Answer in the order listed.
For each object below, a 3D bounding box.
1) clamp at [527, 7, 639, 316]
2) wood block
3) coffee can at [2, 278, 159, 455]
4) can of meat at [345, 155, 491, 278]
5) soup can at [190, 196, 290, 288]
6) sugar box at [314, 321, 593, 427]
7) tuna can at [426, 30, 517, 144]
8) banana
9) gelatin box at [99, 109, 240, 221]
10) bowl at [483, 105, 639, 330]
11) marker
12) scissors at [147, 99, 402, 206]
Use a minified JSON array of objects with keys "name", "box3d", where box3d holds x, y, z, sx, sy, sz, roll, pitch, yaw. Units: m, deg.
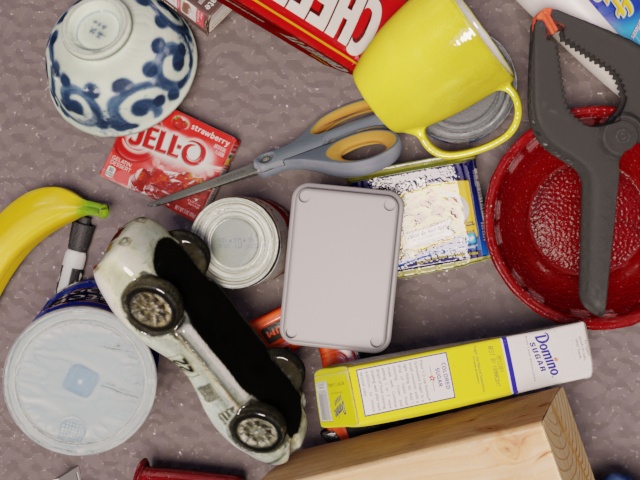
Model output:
[{"name":"clamp","box3d":[0.216,-0.073,0.735,0.164,0.036,0.210,-26,94,5]},{"name":"wood block","box3d":[0.071,0.173,0.713,0.206,0.090,0.091,-19,91,22]},{"name":"coffee can","box3d":[-0.170,0.088,0.785,0.102,0.140,0.103,-1,96,-7]},{"name":"can of meat","box3d":[0.075,-0.018,0.805,0.102,0.057,0.084,-10,91,7]},{"name":"soup can","box3d":[-0.055,0.001,0.798,0.068,0.102,0.068,0,91,7]},{"name":"sugar box","box3d":[0.091,0.095,0.746,0.176,0.093,0.048,-7,83,-15]},{"name":"tuna can","box3d":[0.105,-0.116,0.810,0.086,0.033,0.086,0,91,7]},{"name":"banana","box3d":[-0.252,0.023,0.848,0.198,0.037,0.070,-48,57,11]},{"name":"gelatin box","box3d":[-0.118,-0.066,0.841,0.089,0.030,0.073,26,94,5]},{"name":"bowl","box3d":[0.201,-0.016,0.790,0.162,0.055,0.162,0,91,7]},{"name":"marker","box3d":[-0.204,0.039,0.859,0.020,0.020,0.121,15,93,6]},{"name":"scissors","box3d":[-0.025,-0.052,0.792,0.201,0.096,0.016,-28,127,-10]}]
